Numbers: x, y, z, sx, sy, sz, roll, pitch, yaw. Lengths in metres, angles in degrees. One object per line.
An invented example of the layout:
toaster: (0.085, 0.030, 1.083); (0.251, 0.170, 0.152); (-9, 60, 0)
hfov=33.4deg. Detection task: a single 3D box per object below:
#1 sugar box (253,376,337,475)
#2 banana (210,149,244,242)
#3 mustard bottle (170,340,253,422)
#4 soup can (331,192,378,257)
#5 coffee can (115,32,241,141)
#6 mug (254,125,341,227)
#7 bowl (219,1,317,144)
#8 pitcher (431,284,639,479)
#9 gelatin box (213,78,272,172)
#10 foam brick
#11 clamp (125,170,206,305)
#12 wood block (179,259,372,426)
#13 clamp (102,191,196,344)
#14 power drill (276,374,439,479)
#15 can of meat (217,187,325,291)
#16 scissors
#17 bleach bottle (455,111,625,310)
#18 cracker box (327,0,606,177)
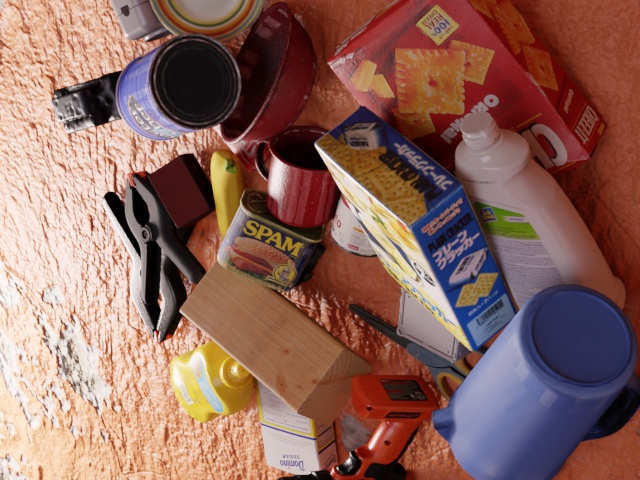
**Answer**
sugar box: (-0.033, 0.210, 1.344); (0.093, 0.048, 0.176); (10, 118, 37)
banana: (-0.109, -0.045, 1.267); (0.037, 0.069, 0.198); (-1, 142, 1)
mustard bottle: (-0.132, 0.177, 1.362); (0.096, 0.058, 0.192); (65, 152, 3)
soup can: (0.054, -0.041, 1.143); (0.069, 0.068, 0.102); (32, 127, 23)
coffee can: (-0.159, -0.166, 1.179); (0.140, 0.102, 0.103); (1, 112, 65)
mug: (-0.026, -0.073, 1.178); (0.117, 0.093, 0.081); (27, 130, 21)
bowl: (-0.049, -0.170, 1.143); (0.055, 0.162, 0.162); (20, 136, -23)
pitcher: (0.217, 0.140, 1.006); (0.145, 0.149, 0.243); (45, 155, 17)
gelatin box: (-0.084, -0.135, 1.236); (0.089, 0.030, 0.073); (52, 132, 8)
foam brick: (-0.165, -0.061, 1.309); (0.051, 0.053, 0.078); (-30, 91, 12)
clamp: (-0.199, -0.007, 1.342); (0.120, 0.039, 0.171); (-10, 95, 37)
wood block: (-0.053, 0.114, 1.247); (0.206, 0.090, 0.090); (36, 88, 31)
clamp: (-0.212, 0.037, 1.414); (0.165, 0.036, 0.210); (2, 107, 39)
power drill: (0.043, 0.239, 1.221); (0.057, 0.184, 0.188); (58, 136, 45)
can of meat: (-0.058, 0.001, 1.218); (0.102, 0.057, 0.084); (25, 120, -6)
scissors: (0.122, 0.115, 1.195); (0.202, 0.016, 0.096); (45, 129, 14)
bleach bottle: (0.193, -0.017, 0.969); (0.103, 0.068, 0.250); (3, 141, 38)
cracker box: (0.133, -0.137, 0.998); (0.164, 0.072, 0.213); (-29, 106, 42)
